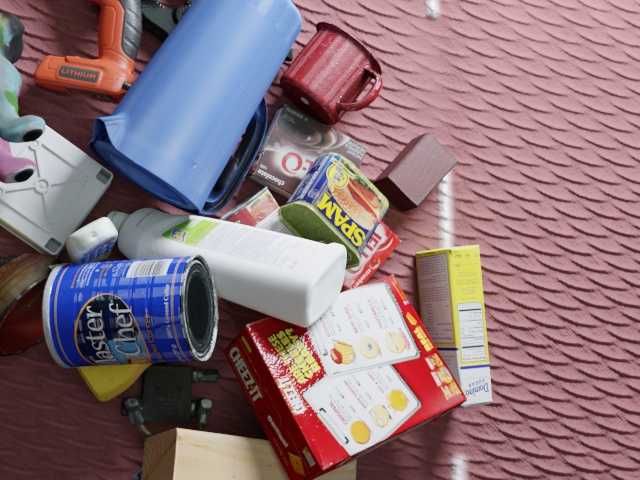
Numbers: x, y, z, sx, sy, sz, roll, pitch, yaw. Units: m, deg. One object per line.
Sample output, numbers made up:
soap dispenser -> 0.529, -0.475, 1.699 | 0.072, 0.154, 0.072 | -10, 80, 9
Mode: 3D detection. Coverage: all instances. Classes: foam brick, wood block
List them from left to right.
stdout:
wood block -> -0.074, 0.255, 1.103 | 0.205, 0.091, 0.090 | 13, 67, -27
foam brick -> 0.109, -0.078, 1.234 | 0.051, 0.053, 0.078 | 45, 75, -9

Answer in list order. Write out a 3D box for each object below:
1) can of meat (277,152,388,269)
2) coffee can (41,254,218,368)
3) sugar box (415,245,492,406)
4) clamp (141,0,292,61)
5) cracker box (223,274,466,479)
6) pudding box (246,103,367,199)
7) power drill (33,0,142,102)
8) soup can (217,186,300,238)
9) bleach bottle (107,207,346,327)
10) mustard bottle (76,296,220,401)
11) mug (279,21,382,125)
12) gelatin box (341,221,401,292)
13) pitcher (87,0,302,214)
can of meat -> 0.017, -0.033, 1.152 | 0.102, 0.058, 0.083 | 45, 57, -21
coffee can -> -0.180, 0.069, 1.025 | 0.140, 0.102, 0.103 | -4, 86, 12
sugar box -> 0.151, 0.096, 1.210 | 0.048, 0.093, 0.176 | -6, 88, -19
clamp -> -0.137, -0.246, 1.182 | 0.164, 0.036, 0.210 | -27, 95, -14
cracker box -> 0.027, 0.143, 1.124 | 0.213, 0.072, 0.164 | -17, 70, -39
pudding box -> -0.015, -0.087, 1.204 | 0.113, 0.039, 0.090 | 26, 78, -13
power drill -> -0.245, -0.249, 1.125 | 0.184, 0.057, 0.187 | 12, 89, 6
soup can -> -0.058, 0.001, 1.169 | 0.068, 0.069, 0.102 | -37, 97, -16
bleach bottle -> -0.107, 0.013, 1.107 | 0.251, 0.102, 0.068 | 17, 119, 18
mustard bottle -> -0.175, 0.081, 1.130 | 0.191, 0.058, 0.096 | -32, 71, -17
mug -> 0.017, -0.178, 1.188 | 0.117, 0.093, 0.081 | 32, 79, 33
gelatin box -> 0.037, 0.007, 1.216 | 0.073, 0.030, 0.089 | 45, 75, -9
pitcher -> -0.117, -0.152, 1.113 | 0.145, 0.149, 0.242 | 31, 80, 1
